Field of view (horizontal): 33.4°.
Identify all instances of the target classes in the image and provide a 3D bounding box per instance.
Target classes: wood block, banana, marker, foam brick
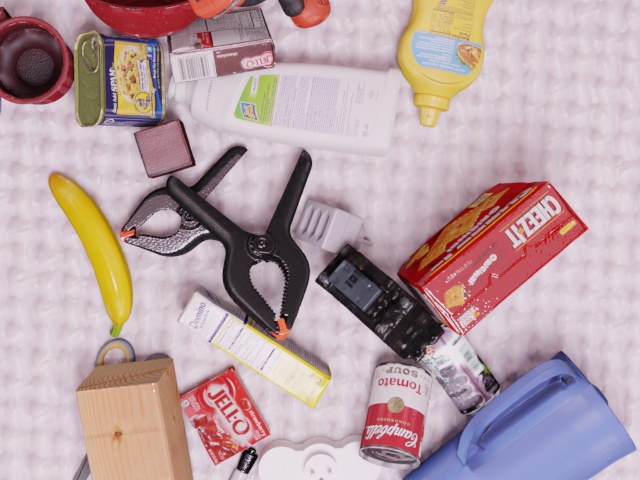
[{"bbox_3d":[-0.195,0.243,1.162,0.091,0.090,0.206,-7,100,6],"label":"wood block"},{"bbox_3d":[-0.250,0.012,1.182,0.070,0.037,0.198,-19,91,37],"label":"banana"},{"bbox_3d":[-0.103,0.292,1.219,0.020,0.020,0.121,26,91,-3],"label":"marker"},{"bbox_3d":[-0.170,-0.100,1.175,0.051,0.078,0.053,-18,95,-2],"label":"foam brick"}]

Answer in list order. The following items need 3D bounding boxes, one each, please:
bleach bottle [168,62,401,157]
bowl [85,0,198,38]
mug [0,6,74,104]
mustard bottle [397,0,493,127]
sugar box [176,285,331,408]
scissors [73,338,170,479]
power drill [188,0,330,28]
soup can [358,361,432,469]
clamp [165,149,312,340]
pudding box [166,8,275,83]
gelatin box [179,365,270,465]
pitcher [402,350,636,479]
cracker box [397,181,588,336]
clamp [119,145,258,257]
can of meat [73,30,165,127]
[{"bbox_3d":[-0.041,-0.159,1.186,0.251,0.068,0.102,10,86,1],"label":"bleach bottle"},{"bbox_3d":[-0.186,-0.264,1.152,0.162,0.162,0.055,1,129,-2],"label":"bowl"},{"bbox_3d":[-0.320,-0.201,1.163,0.093,0.081,0.117,-34,93,-1],"label":"mug"},{"bbox_3d":[0.137,-0.222,1.191,0.096,0.058,0.191,10,91,-11],"label":"mustard bottle"},{"bbox_3d":[-0.072,0.116,1.178,0.176,0.093,0.048,31,90,-2],"label":"sugar box"},{"bbox_3d":[-0.252,0.196,1.213,0.096,0.016,0.202,44,90,-1],"label":"scissors"},{"bbox_3d":[-0.078,-0.308,1.127,0.057,0.187,0.184,-26,87,39],"label":"power drill"},{"bbox_3d":[0.084,0.193,1.180,0.068,0.068,0.102,15,62,-3],"label":"soup can"},{"bbox_3d":[-0.058,0.001,1.155,0.164,0.036,0.210,-19,76,-13],"label":"clamp"},{"bbox_3d":[-0.110,-0.213,1.163,0.113,0.090,0.039,-8,124,-5],"label":"pudding box"},{"bbox_3d":[-0.109,0.198,1.210,0.073,0.030,0.089,-29,93,-1],"label":"gelatin box"},{"bbox_3d":[0.209,0.236,1.172,0.243,0.145,0.149,-36,89,2],"label":"pitcher"},{"bbox_3d":[0.170,0.012,1.122,0.164,0.214,0.072,-41,93,-1],"label":"cracker box"},{"bbox_3d":[-0.143,-0.039,1.198,0.171,0.039,0.120,-8,85,-8],"label":"clamp"},{"bbox_3d":[-0.218,-0.173,1.163,0.083,0.058,0.102,-3,93,-41],"label":"can of meat"}]
